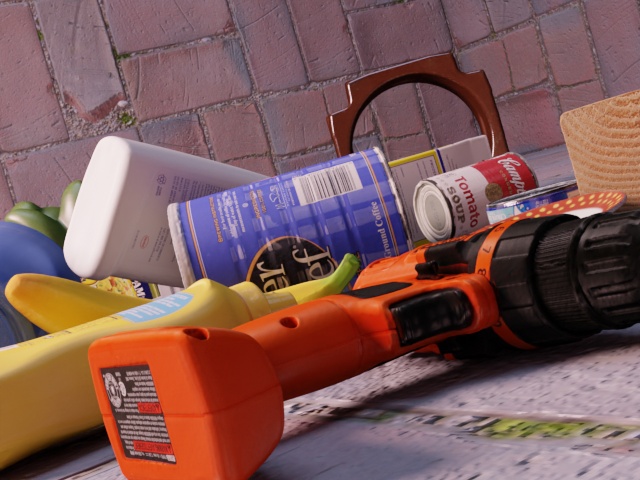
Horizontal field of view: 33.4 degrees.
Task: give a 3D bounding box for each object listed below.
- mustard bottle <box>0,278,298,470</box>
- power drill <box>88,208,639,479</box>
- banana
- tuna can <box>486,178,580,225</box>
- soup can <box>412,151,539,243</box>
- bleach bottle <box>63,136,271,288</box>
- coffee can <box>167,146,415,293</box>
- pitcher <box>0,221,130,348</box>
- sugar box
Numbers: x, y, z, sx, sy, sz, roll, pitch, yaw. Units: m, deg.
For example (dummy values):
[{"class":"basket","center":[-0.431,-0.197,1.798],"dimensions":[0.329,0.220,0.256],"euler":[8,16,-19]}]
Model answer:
[{"class":"mustard bottle","center":[-0.097,0.061,0.537],"dimensions":[0.191,0.058,0.096],"euler":[-18,-1,-27]},{"class":"power drill","center":[0.023,0.036,0.398],"dimensions":[0.187,0.057,0.185],"euler":[-15,-2,-33]},{"class":"banana","center":[-0.076,0.042,0.614],"dimensions":[0.197,0.070,0.037],"euler":[-5,24,-9]},{"class":"tuna can","center":[0.182,-0.025,0.887],"dimensions":[0.086,0.034,0.086],"euler":[-16,3,1]},{"class":"soup can","center":[0.148,-0.039,1.018],"dimensions":[0.102,0.068,0.069],"euler":[-18,3,-23]},{"class":"bleach bottle","center":[-0.055,0.001,0.794],"dimensions":[0.250,0.102,0.068],"euler":[15,7,-35]},{"class":"coffee can","center":[-0.017,0.007,0.688],"dimensions":[0.140,0.103,0.103],"euler":[-16,3,-2]},{"class":"pitcher","center":[-0.218,0.058,0.705],"dimensions":[0.149,0.145,0.243],"euler":[-44,9,-4]},{"class":"sugar box","center":[0.100,-0.041,1.079],"dimensions":[0.175,0.093,0.048],"euler":[-17,3,-28]}]
